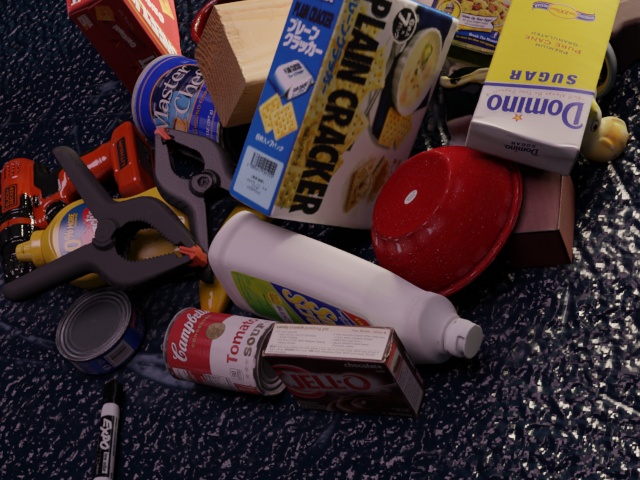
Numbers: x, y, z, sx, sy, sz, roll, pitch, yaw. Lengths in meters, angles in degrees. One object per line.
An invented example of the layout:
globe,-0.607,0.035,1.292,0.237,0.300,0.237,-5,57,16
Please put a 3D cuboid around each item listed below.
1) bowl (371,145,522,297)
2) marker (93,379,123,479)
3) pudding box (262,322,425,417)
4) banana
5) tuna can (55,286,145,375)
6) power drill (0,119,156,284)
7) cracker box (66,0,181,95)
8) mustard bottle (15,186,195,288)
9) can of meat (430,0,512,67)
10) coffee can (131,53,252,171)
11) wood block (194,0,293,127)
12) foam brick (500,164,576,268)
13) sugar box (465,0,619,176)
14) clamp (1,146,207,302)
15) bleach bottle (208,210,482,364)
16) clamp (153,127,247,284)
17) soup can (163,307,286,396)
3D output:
bowl,0.097,-0.027,0.938,0.162,0.055,0.162,-35,36,30
marker,-0.197,0.182,0.990,0.020,0.020,0.121,-16,49,16
pudding box,0.020,0.107,0.886,0.114,0.090,0.039,-2,53,26
banana,-0.067,-0.008,1.062,0.070,0.037,0.197,28,70,40
tuna can,-0.218,0.091,1.065,0.086,0.033,0.086,-15,49,17
power drill,-0.274,-0.042,1.185,0.188,0.057,0.184,-21,53,10
cracker box,-0.235,-0.290,1.290,0.072,0.164,0.214,-25,46,10
mustard bottle,-0.219,0.000,1.095,0.192,0.058,0.096,-8,68,8
can of meat,0.154,-0.214,1.021,0.102,0.057,0.084,21,85,21
coffee can,-0.120,-0.138,1.148,0.141,0.102,0.102,21,66,38
wood block,-0.008,-0.188,1.060,0.205,0.091,0.090,-15,73,-25
foam brick,0.190,-0.023,0.927,0.051,0.053,0.078,-5,52,25
sugar box,0.193,-0.148,0.919,0.093,0.048,0.176,16,61,8
clamp,-0.208,0.006,1.030,0.210,0.036,0.164,18,80,26
bleach bottle,0.023,0.048,0.923,0.251,0.102,0.068,16,57,37
clamp,-0.100,-0.051,1.049,0.120,0.039,0.171,-26,69,-13
soup can,-0.081,0.100,0.961,0.102,0.068,0.068,6,58,30
